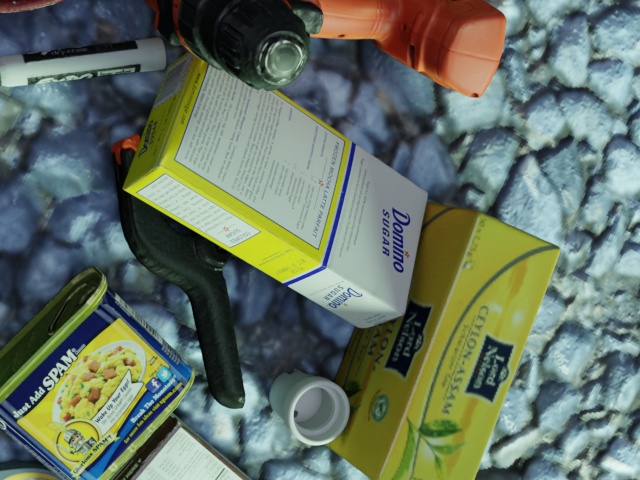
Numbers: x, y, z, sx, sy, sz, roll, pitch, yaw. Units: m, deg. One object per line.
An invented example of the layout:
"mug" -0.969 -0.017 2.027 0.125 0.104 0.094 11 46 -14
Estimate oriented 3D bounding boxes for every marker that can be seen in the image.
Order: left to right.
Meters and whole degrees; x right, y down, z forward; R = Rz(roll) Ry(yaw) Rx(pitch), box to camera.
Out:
"marker" -0.148 -0.098 0.600 0.121 0.020 0.020 -10 100 -20

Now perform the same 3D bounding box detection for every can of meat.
"can of meat" -0.134 0.081 0.607 0.102 0.058 0.084 -46 112 -9

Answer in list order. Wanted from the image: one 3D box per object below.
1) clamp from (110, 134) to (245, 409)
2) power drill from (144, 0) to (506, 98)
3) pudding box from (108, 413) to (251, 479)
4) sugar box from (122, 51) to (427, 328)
"clamp" -0.054 0.001 0.638 0.120 0.039 0.171 -39 107 -30
"power drill" 0.005 -0.120 0.578 0.187 0.185 0.057 3 117 -30
"pudding box" -0.083 0.168 0.640 0.090 0.039 0.113 -49 119 -13
"sugar box" -0.020 -0.028 0.618 0.176 0.048 0.093 34 53 -28
